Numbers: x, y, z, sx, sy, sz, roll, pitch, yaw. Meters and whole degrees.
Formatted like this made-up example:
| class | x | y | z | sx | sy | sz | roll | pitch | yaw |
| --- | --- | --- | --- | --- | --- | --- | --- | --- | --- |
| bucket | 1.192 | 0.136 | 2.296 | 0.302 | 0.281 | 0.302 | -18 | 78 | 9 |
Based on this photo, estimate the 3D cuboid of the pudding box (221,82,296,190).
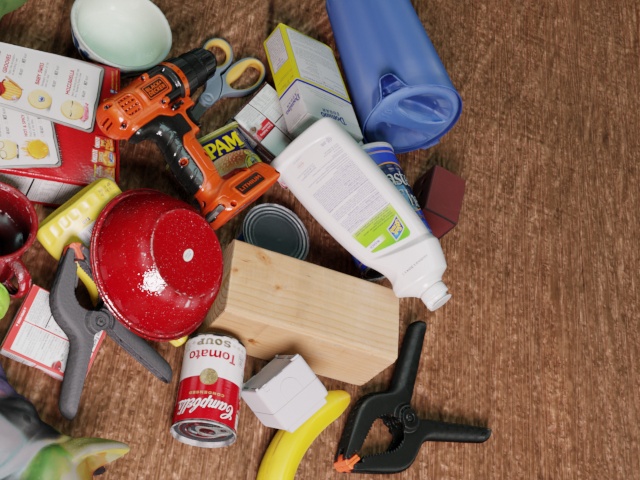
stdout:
| class | x | y | z | sx | sy | sz | roll | pitch | yaw |
| --- | --- | --- | --- | --- | --- | --- | --- | --- | --- |
| pudding box | -0.055 | -0.131 | 1.330 | 0.113 | 0.039 | 0.090 | 42 | 49 | -5 |

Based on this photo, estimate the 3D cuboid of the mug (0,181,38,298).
| class | x | y | z | sx | sy | sz | roll | pitch | yaw |
| --- | --- | --- | --- | --- | --- | --- | --- | --- | --- |
| mug | -0.328 | 0.008 | 1.063 | 0.117 | 0.082 | 0.093 | 48 | 51 | 8 |

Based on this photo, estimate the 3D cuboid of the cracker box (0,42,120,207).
| class | x | y | z | sx | sy | sz | roll | pitch | yaw |
| --- | --- | --- | --- | --- | --- | --- | --- | --- | --- |
| cracker box | -0.327 | -0.126 | 1.151 | 0.213 | 0.072 | 0.164 | 9 | 59 | -25 |

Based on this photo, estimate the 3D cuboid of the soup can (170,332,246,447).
| class | x | y | z | sx | sy | sz | roll | pitch | yaw |
| --- | --- | --- | --- | --- | --- | --- | --- | --- | --- |
| soup can | -0.115 | 0.156 | 1.112 | 0.068 | 0.069 | 0.102 | 19 | 55 | -20 |

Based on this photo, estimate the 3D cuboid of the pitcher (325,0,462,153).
| class | x | y | z | sx | sy | sz | roll | pitch | yaw |
| --- | --- | --- | --- | --- | --- | --- | --- | --- | --- |
| pitcher | 0.091 | -0.240 | 1.420 | 0.144 | 0.149 | 0.243 | -2 | 56 | -23 |

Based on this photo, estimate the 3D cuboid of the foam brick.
| class | x | y | z | sx | sy | sz | roll | pitch | yaw |
| --- | --- | --- | --- | --- | --- | --- | --- | --- | --- |
| foam brick | 0.150 | -0.049 | 1.390 | 0.051 | 0.053 | 0.078 | 27 | 53 | -14 |

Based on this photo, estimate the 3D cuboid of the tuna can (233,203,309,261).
| class | x | y | z | sx | sy | sz | roll | pitch | yaw |
| --- | --- | --- | --- | --- | --- | --- | --- | --- | --- |
| tuna can | -0.058 | 0.002 | 1.254 | 0.086 | 0.034 | 0.086 | 14 | 57 | -23 |

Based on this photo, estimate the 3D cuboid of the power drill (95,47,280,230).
| class | x | y | z | sx | sy | sz | roll | pitch | yaw |
| --- | --- | --- | --- | --- | --- | --- | --- | --- | --- |
| power drill | -0.134 | -0.117 | 1.191 | 0.187 | 0.057 | 0.184 | 48 | 49 | 0 |

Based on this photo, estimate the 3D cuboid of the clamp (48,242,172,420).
| class | x | y | z | sx | sy | sz | roll | pitch | yaw |
| --- | --- | --- | --- | --- | --- | --- | --- | --- | --- |
| clamp | -0.213 | 0.084 | 1.063 | 0.120 | 0.039 | 0.171 | -8 | 90 | -37 |

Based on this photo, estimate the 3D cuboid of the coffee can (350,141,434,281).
| class | x | y | z | sx | sy | sz | roll | pitch | yaw |
| --- | --- | --- | --- | --- | --- | --- | --- | --- | --- |
| coffee can | 0.068 | -0.035 | 1.303 | 0.102 | 0.103 | 0.140 | -12 | 70 | -34 |

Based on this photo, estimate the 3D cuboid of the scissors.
| class | x | y | z | sx | sy | sz | roll | pitch | yaw |
| --- | --- | --- | --- | --- | --- | --- | --- | --- | --- |
| scissors | -0.150 | -0.191 | 1.325 | 0.096 | 0.016 | 0.201 | 49 | 51 | 6 |

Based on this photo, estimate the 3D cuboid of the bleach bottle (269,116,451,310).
| class | x | y | z | sx | sy | sz | roll | pitch | yaw |
| --- | --- | --- | --- | --- | --- | --- | --- | --- | --- |
| bleach bottle | 0.054 | -0.020 | 1.217 | 0.251 | 0.103 | 0.068 | 52 | 12 | 18 |

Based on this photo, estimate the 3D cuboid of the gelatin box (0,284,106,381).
| class | x | y | z | sx | sy | sz | roll | pitch | yaw |
| --- | --- | --- | --- | --- | --- | --- | --- | --- | --- |
| gelatin box | -0.267 | 0.097 | 1.074 | 0.089 | 0.030 | 0.073 | 28 | 66 | -16 |

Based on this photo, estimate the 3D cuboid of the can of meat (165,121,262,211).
| class | x | y | z | sx | sy | sz | roll | pitch | yaw |
| --- | --- | --- | --- | --- | --- | --- | --- | --- | --- |
| can of meat | -0.116 | -0.080 | 1.255 | 0.101 | 0.058 | 0.084 | -32 | 84 | -38 |

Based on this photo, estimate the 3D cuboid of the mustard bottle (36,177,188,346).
| class | x | y | z | sx | sy | sz | roll | pitch | yaw |
| --- | --- | --- | --- | --- | --- | --- | --- | --- | --- |
| mustard bottle | -0.203 | 0.035 | 1.117 | 0.096 | 0.058 | 0.191 | -41 | 107 | -15 |

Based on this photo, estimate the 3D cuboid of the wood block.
| class | x | y | z | sx | sy | sz | roll | pitch | yaw |
| --- | --- | --- | --- | --- | --- | --- | --- | --- | --- |
| wood block | -0.023 | 0.084 | 1.190 | 0.205 | 0.091 | 0.090 | 18 | 56 | -20 |

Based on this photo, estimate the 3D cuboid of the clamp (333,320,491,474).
| class | x | y | z | sx | sy | sz | roll | pitch | yaw |
| --- | --- | --- | --- | --- | --- | --- | --- | --- | --- |
| clamp | 0.101 | 0.211 | 1.223 | 0.209 | 0.036 | 0.164 | -39 | 93 | -36 |

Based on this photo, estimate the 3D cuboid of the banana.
| class | x | y | z | sx | sy | sz | roll | pitch | yaw |
| --- | --- | --- | --- | --- | --- | --- | --- | --- | --- |
| banana | -0.025 | 0.228 | 1.145 | 0.069 | 0.037 | 0.197 | 50 | 48 | -30 |

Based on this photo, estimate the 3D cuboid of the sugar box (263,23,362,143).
| class | x | y | z | sx | sy | sz | roll | pitch | yaw |
| --- | --- | --- | --- | --- | --- | --- | --- | --- | --- |
| sugar box | -0.011 | -0.191 | 1.350 | 0.093 | 0.048 | 0.176 | 20 | 41 | -34 |

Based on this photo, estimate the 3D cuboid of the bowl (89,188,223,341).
| class | x | y | z | sx | sy | sz | roll | pitch | yaw |
| --- | --- | --- | --- | --- | --- | --- | --- | --- | --- |
| bowl | -0.151 | 0.018 | 1.079 | 0.161 | 0.055 | 0.162 | 19 | 63 | -42 |
